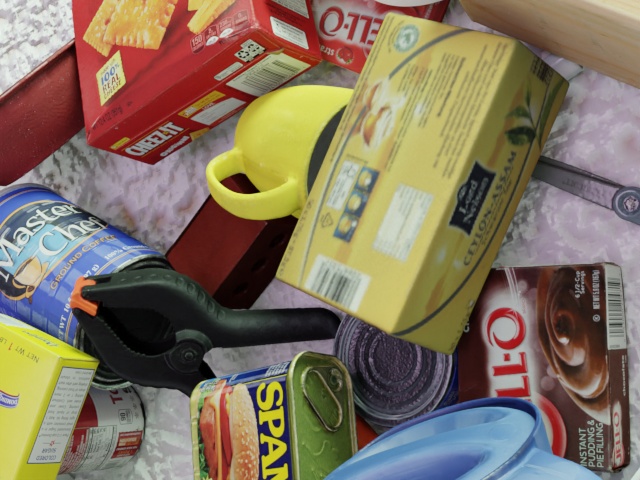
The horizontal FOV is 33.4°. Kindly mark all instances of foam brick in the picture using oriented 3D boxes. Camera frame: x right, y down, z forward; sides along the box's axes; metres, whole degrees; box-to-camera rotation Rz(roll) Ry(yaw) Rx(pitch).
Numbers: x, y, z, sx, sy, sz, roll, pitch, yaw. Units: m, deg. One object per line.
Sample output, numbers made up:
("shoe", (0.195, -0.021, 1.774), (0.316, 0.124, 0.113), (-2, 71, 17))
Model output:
("foam brick", (-0.055, 0.001, 0.715), (0.051, 0.052, 0.078), (48, 112, 28))

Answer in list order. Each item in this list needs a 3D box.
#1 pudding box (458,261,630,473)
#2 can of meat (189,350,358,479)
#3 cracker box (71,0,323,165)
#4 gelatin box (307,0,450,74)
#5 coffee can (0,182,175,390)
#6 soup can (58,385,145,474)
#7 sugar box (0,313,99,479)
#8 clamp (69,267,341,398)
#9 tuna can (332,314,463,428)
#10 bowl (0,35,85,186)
("pudding box", (0.123, 0.070, 0.596), (0.090, 0.039, 0.113), (-4, 83, 35))
("can of meat", (-0.028, 0.122, 0.622), (0.084, 0.057, 0.102), (-17, 69, 35))
("cracker box", (-0.098, -0.184, 0.732), (0.164, 0.072, 0.214), (-26, 64, 33))
("gelatin box", (0.033, -0.142, 0.683), (0.089, 0.030, 0.073), (29, 102, 33))
("coffee can", (-0.178, 0.030, 0.765), (0.140, 0.102, 0.103), (27, 100, 33))
("soup can", (-0.182, 0.132, 0.757), (0.069, 0.102, 0.068), (-4, 83, 34))
("sugar box", (-0.215, 0.141, 0.683), (0.093, 0.048, 0.176), (20, 89, 30))
("clamp", (-0.083, 0.077, 0.687), (0.171, 0.039, 0.120), (19, 100, -8))
("tuna can", (0.050, 0.071, 0.648), (0.086, 0.033, 0.086), (-4, 83, 34))
("bowl", (-0.220, -0.090, 0.801), (0.162, 0.162, 0.055), (-29, 109, 28))
